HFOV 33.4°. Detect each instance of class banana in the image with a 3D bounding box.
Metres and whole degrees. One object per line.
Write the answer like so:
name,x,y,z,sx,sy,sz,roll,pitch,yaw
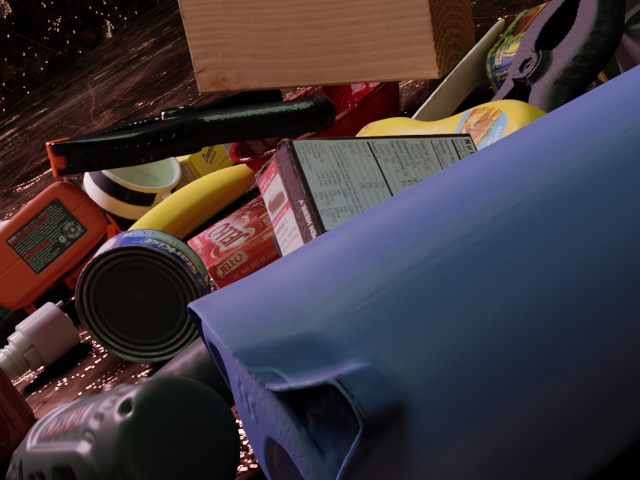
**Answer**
banana,-0.127,-0.006,0.912,0.070,0.037,0.197,6,39,32

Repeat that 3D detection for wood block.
wood block,0.005,-0.174,0.829,0.206,0.091,0.090,0,25,28

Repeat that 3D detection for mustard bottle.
mustard bottle,0.084,-0.027,0.582,0.192,0.058,0.096,-4,65,52

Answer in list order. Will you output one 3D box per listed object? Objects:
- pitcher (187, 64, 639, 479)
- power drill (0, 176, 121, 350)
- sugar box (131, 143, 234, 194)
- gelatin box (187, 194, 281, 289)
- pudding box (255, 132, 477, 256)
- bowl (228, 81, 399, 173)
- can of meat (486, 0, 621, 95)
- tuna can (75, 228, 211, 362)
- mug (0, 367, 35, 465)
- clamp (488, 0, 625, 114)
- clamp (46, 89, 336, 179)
pitcher,0.082,0.024,0.405,0.242,0.145,0.149,-31,31,-11
power drill,-0.237,0.030,0.866,0.184,0.057,0.188,-46,2,-16
sugar box,-0.169,-0.063,1.092,0.177,0.048,0.093,-17,23,31
gelatin box,-0.055,0.001,0.788,0.073,0.030,0.089,-33,19,-6
pudding box,0.036,-0.004,0.501,0.113,0.090,0.039,-4,-29,-33
bowl,0.006,-0.089,0.881,0.162,0.055,0.162,-27,19,10
can of meat,0.174,-0.137,0.751,0.084,0.057,0.102,-15,25,43
tuna can,-0.116,0.036,0.709,0.086,0.086,0.033,-25,18,17
mug,-0.240,0.112,0.709,0.117,0.081,0.093,-7,30,50
clamp,0.139,-0.091,0.647,0.171,0.039,0.120,-59,30,4
clamp,-0.098,-0.083,0.807,0.209,0.036,0.165,-16,15,-20
